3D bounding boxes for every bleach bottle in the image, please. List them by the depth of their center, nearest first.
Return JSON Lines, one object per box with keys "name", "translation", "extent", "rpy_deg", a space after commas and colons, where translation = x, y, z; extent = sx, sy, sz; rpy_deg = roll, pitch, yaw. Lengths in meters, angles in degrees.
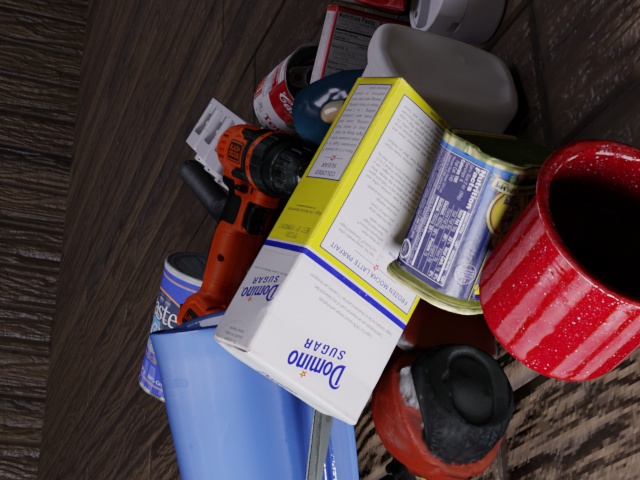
{"name": "bleach bottle", "translation": [0.035, -0.029, 0.743], "extent": [0.251, 0.102, 0.068], "rpy_deg": [120, 155, -44]}

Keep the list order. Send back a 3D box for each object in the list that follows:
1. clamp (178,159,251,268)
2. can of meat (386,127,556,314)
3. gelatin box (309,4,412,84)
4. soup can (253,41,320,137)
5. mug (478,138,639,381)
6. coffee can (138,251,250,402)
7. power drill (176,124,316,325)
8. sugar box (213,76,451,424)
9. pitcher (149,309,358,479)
{"name": "clamp", "translation": [-0.083, -0.007, 1.073], "extent": [0.172, 0.039, 0.120], "rpy_deg": [40, 163, 52]}
{"name": "can of meat", "translation": [0.094, -0.011, 0.580], "extent": [0.058, 0.101, 0.084], "rpy_deg": [33, 112, 37]}
{"name": "gelatin box", "translation": [0.033, -0.135, 0.845], "extent": [0.030, 0.073, 0.089], "rpy_deg": [-142, 64, -69]}
{"name": "soup can", "translation": [-0.017, -0.137, 0.992], "extent": [0.102, 0.068, 0.068], "rpy_deg": [160, 118, -68]}
{"name": "mug", "translation": [0.130, 0.005, 0.506], "extent": [0.117, 0.093, 0.082], "rpy_deg": [-61, -1, -39]}
{"name": "coffee can", "translation": [-0.130, 0.094, 1.140], "extent": [0.103, 0.102, 0.140], "rpy_deg": [-131, 53, -65]}
{"name": "power drill", "translation": [-0.056, 0.001, 0.868], "extent": [0.185, 0.057, 0.188], "rpy_deg": [31, 105, 66]}
{"name": "sugar box", "translation": [0.020, 0.005, 0.607], "extent": [0.048, 0.093, 0.176], "rpy_deg": [15, 70, 53]}
{"name": "pitcher", "translation": [-0.031, 0.165, 0.738], "extent": [0.149, 0.145, 0.243], "rpy_deg": [-3, -96, -79]}
